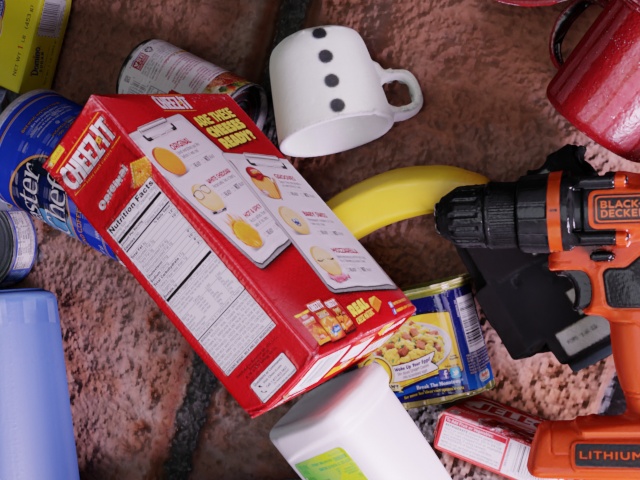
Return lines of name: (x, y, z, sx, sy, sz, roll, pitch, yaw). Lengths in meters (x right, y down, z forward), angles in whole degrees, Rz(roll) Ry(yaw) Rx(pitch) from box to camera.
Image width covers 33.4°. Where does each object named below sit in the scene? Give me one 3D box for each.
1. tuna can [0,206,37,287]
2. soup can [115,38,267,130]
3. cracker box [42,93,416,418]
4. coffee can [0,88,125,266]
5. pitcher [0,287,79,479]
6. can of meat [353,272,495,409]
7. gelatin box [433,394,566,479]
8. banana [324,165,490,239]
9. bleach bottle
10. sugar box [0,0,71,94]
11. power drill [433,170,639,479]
tuna can: (-0.298, 0.001, 0.965, 0.086, 0.033, 0.086, 2, 94, 26)
soup can: (-0.102, -0.110, 0.841, 0.102, 0.068, 0.068, 28, 105, 23)
cracker box: (-0.055, 0.001, 0.701, 0.214, 0.164, 0.072, 48, 114, 13)
coffee can: (-0.187, -0.052, 0.867, 0.140, 0.102, 0.103, 25, 104, 23)
pitcher: (-0.281, 0.166, 0.920, 0.149, 0.145, 0.243, -5, 87, -3)
can of meat: (0.069, 0.075, 0.773, 0.102, 0.057, 0.084, -15, 89, 27)
gelatin box: (0.132, 0.137, 0.736, 0.089, 0.073, 0.030, 18, 100, 25)
banana: (0.034, -0.009, 0.797, 0.198, 0.037, 0.069, -37, 80, 23)
bleach bottle: (0.075, 0.208, 0.746, 0.251, 0.068, 0.103, 52, 142, -5)
sugar box: (-0.308, -0.200, 0.951, 0.176, 0.048, 0.093, 23, 103, 23)
power drill: (0.162, 0.050, 0.654, 0.185, 0.057, 0.187, -2, 88, 21)
